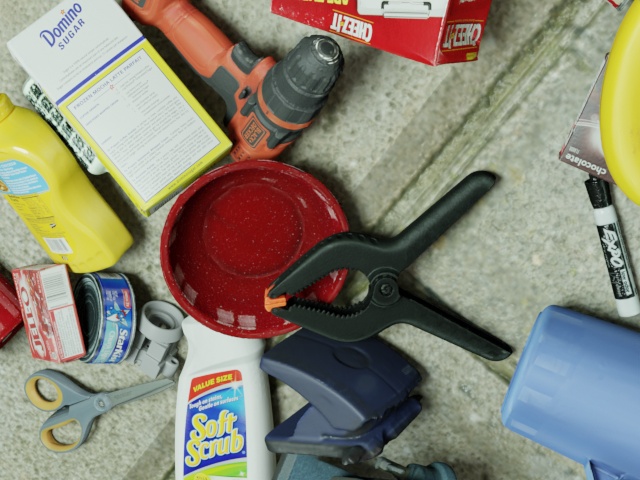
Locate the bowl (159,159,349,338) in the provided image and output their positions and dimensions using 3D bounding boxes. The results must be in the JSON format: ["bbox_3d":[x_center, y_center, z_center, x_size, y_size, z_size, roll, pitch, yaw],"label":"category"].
[{"bbox_3d":[-0.056,0.001,0.916,0.162,0.055,0.162,-2,111,-5],"label":"bowl"}]

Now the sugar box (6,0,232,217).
[{"bbox_3d":[-0.163,-0.115,0.871,0.093,0.048,0.176,-39,89,-9],"label":"sugar box"}]

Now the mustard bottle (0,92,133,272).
[{"bbox_3d":[-0.249,-0.057,0.937,0.096,0.058,0.191,2,135,43],"label":"mustard bottle"}]

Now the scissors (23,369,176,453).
[{"bbox_3d":[-0.225,0.144,1.038,0.202,0.016,0.096,-39,85,35],"label":"scissors"}]

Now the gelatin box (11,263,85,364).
[{"bbox_3d":[-0.251,0.067,0.983,0.073,0.030,0.089,-1,102,56],"label":"gelatin box"}]

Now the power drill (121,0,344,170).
[{"bbox_3d":[-0.072,-0.159,0.849,0.187,0.057,0.185,52,148,3],"label":"power drill"}]

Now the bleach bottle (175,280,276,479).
[{"bbox_3d":[-0.095,0.159,0.993,0.103,0.068,0.251,1,104,18],"label":"bleach bottle"}]

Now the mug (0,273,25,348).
[{"bbox_3d":[-0.338,0.075,1.022,0.081,0.117,0.093,44,144,-4],"label":"mug"}]

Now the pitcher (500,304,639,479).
[{"bbox_3d":[0.266,0.150,0.826,0.243,0.149,0.145,22,112,15],"label":"pitcher"}]

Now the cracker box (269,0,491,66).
[{"bbox_3d":[0.059,-0.253,0.783,0.164,0.071,0.214,26,116,34],"label":"cracker box"}]

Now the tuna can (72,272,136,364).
[{"bbox_3d":[-0.203,0.072,0.989,0.086,0.033,0.086,-10,79,56],"label":"tuna can"}]

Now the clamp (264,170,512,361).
[{"bbox_3d":[0.060,0.044,0.891,0.210,0.036,0.164,-15,104,2],"label":"clamp"}]
